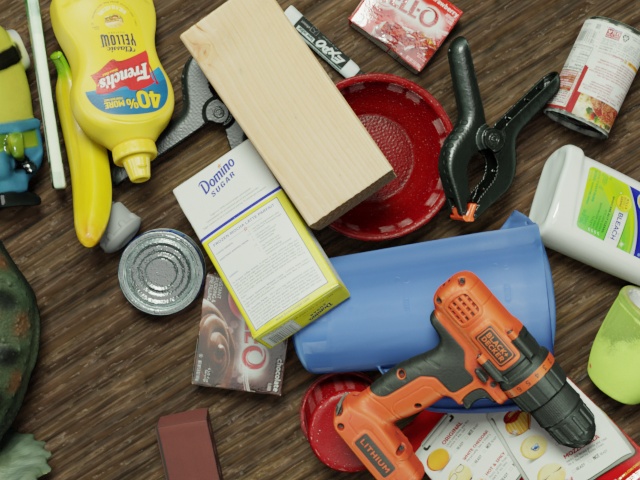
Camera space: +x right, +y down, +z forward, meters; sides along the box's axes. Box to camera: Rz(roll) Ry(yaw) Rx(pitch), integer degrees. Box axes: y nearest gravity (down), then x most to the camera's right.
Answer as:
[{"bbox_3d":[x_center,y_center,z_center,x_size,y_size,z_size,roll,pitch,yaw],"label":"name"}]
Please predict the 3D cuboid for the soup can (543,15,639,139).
[{"bbox_3d":[0.271,-0.160,1.048,0.068,0.068,0.102,24,92,-4],"label":"soup can"}]

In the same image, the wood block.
[{"bbox_3d":[-0.027,-0.119,0.972,0.091,0.090,0.206,-35,85,4],"label":"wood block"}]

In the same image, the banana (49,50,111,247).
[{"bbox_3d":[-0.229,-0.079,1.018,0.037,0.069,0.198,-20,73,15],"label":"banana"}]

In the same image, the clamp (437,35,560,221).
[{"bbox_3d":[0.166,-0.100,1.016,0.120,0.039,0.171,7,95,-14],"label":"clamp"}]

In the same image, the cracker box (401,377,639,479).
[{"bbox_3d":[0.195,0.208,0.997,0.164,0.214,0.072,-41,128,0],"label":"cracker box"}]

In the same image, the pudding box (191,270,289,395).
[{"bbox_3d":[-0.076,0.092,1.061,0.090,0.039,0.113,8,93,-3],"label":"pudding box"}]

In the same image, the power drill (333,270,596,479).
[{"bbox_3d":[0.120,0.145,0.932,0.188,0.057,0.184,-41,89,15],"label":"power drill"}]

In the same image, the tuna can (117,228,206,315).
[{"bbox_3d":[-0.157,0.031,1.057,0.086,0.034,0.086,0,93,-3],"label":"tuna can"}]

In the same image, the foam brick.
[{"bbox_3d":[-0.129,0.211,1.060,0.051,0.053,0.078,-12,95,-2],"label":"foam brick"}]

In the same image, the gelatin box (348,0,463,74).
[{"bbox_3d":[0.083,-0.220,1.054,0.089,0.030,0.073,36,91,-4],"label":"gelatin box"}]

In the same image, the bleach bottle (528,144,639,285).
[{"bbox_3d":[0.336,-0.002,1.062,0.250,0.068,0.102,21,76,-8],"label":"bleach bottle"}]

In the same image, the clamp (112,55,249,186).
[{"bbox_3d":[-0.091,-0.117,1.049,0.164,0.036,0.210,25,95,-4],"label":"clamp"}]

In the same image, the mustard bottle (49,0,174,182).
[{"bbox_3d":[-0.189,-0.146,1.003,0.096,0.058,0.191,-8,76,-28],"label":"mustard bottle"}]

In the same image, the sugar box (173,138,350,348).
[{"bbox_3d":[-0.056,0.001,0.986,0.093,0.048,0.176,-33,63,6],"label":"sugar box"}]

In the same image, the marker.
[{"bbox_3d":[0.010,-0.186,1.059,0.121,0.020,0.020,41,91,-4],"label":"marker"}]

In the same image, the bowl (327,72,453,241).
[{"bbox_3d":[0.051,-0.081,1.048,0.162,0.055,0.162,0,93,-3],"label":"bowl"}]

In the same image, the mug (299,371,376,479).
[{"bbox_3d":[0.033,0.189,1.050,0.093,0.081,0.117,-30,94,-1],"label":"mug"}]

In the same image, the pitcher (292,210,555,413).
[{"bbox_3d":[0.098,0.072,1.006,0.243,0.149,0.145,-7,117,11],"label":"pitcher"}]
